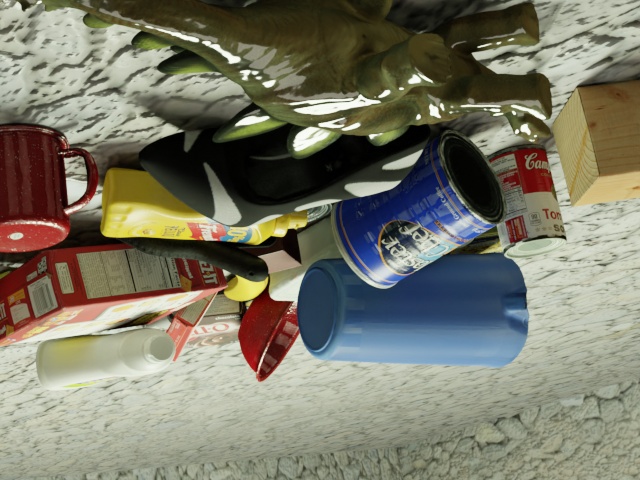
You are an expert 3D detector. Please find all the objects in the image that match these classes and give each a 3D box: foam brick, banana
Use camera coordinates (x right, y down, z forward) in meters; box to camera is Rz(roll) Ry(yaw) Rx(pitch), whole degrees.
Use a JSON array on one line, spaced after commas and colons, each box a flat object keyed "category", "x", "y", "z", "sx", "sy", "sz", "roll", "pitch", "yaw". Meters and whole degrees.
[{"category": "foam brick", "x": -0.058, "y": 0.001, "z": 1.173, "sx": 0.051, "sy": 0.053, "sz": 0.078, "roll": -13, "pitch": 162, "yaw": 11}, {"category": "banana", "x": -0.097, "y": 0.040, "z": 1.314, "sx": 0.070, "sy": 0.037, "sz": 0.198, "roll": 18, "pitch": 163, "yaw": 10}]

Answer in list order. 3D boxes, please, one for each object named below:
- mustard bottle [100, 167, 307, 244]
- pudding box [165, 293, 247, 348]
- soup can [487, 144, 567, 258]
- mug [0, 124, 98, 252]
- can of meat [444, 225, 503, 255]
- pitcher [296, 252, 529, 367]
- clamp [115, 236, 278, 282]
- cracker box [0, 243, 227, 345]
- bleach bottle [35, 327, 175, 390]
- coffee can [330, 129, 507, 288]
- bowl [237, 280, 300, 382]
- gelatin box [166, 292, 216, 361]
[{"category": "mustard bottle", "x": -0.106, "y": -0.029, "z": 0.998, "sx": 0.191, "sy": 0.058, "sz": 0.096, "roll": 4, "pitch": 161, "yaw": -15}, {"category": "pudding box", "x": -0.154, "y": 0.109, "z": 1.448, "sx": 0.113, "sy": 0.039, "sz": 0.090, "roll": -9, "pitch": 151, "yaw": 3}, {"category": "soup can", "x": 0.211, "y": -0.039, "z": 1.105, "sx": 0.068, "sy": 0.102, "sz": 0.068, "roll": -9, "pitch": 163, "yaw": -3}, {"category": "mug", "x": -0.240, "y": -0.042, "z": 0.883, "sx": 0.117, "sy": 0.081, "sz": 0.093, "roll": -11, "pitch": 163, "yaw": 4}, {"category": "can of meat", "x": 0.188, "y": -0.015, "z": 1.250, "sx": 0.102, "sy": 0.057, "sz": 0.084, "roll": -8, "pitch": 161, "yaw": -4}, {"category": "pitcher", "x": 0.096, "y": 0.079, "z": 1.189, "sx": 0.242, "sy": 0.145, "sz": 0.149, "roll": 2, "pitch": 126, "yaw": -27}, {"category": "clamp", "x": -0.123, "y": 0.003, "z": 1.064, "sx": 0.171, "sy": 0.039, "sz": 0.120, "roll": 5, "pitch": -165, "yaw": -8}, {"category": "cracker box", "x": -0.237, "y": 0.053, "z": 1.168, "sx": 0.213, "sy": 0.072, "sz": 0.164, "roll": -6, "pitch": 167, "yaw": -45}, {"category": "bleach bottle", "x": -0.251, "y": 0.139, "z": 1.278, "sx": 0.102, "sy": 0.068, "sz": 0.251, "roll": -5, "pitch": 174, "yaw": -34}, {"category": "coffee can", "x": 0.095, "y": -0.029, "z": 1.040, "sx": 0.141, "sy": 0.103, "sz": 0.102, "roll": -32, "pitch": 153, "yaw": 32}, {"category": "bowl", "x": -0.062, "y": 0.104, "z": 1.407, "sx": 0.055, "sy": 0.162, "sz": 0.162, "roll": 29, "pitch": 168, "yaw": 12}, {"category": "gelatin box", "x": -0.162, "y": 0.093, "z": 1.305, "sx": 0.030, "sy": 0.089, "sz": 0.073, "roll": 31, "pitch": 131, "yaw": -2}]
